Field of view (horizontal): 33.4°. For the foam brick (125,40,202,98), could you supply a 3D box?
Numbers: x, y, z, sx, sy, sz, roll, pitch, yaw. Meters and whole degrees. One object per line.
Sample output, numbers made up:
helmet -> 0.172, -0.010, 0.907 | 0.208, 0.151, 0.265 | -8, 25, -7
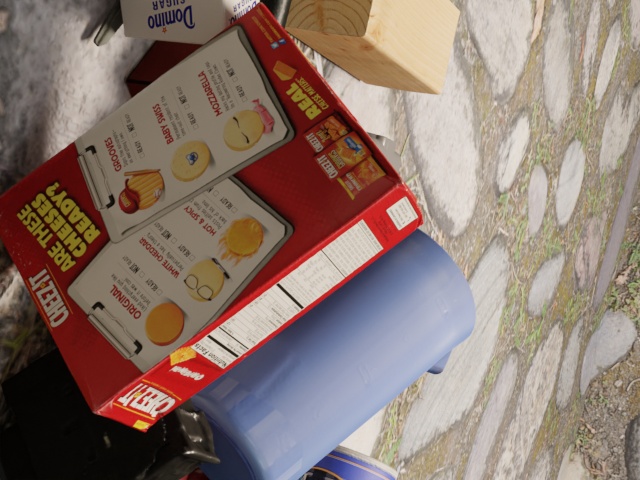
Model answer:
foam brick -> -0.094, -0.120, 0.777 | 0.078, 0.051, 0.053 | -60, 149, -32

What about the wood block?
wood block -> 0.050, -0.207, 0.990 | 0.205, 0.090, 0.091 | 15, 89, -65

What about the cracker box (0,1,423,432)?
cracker box -> -0.070, -0.015, 0.640 | 0.214, 0.164, 0.072 | -37, 151, 2

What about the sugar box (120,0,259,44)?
sugar box -> -0.090, -0.215, 0.671 | 0.048, 0.093, 0.176 | -34, 128, -46

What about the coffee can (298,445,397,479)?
coffee can -> 0.012, 0.299, 1.147 | 0.140, 0.103, 0.102 | -68, 154, -17

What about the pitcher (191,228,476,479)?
pitcher -> -0.002, 0.086, 0.851 | 0.242, 0.149, 0.145 | -38, 160, -31
